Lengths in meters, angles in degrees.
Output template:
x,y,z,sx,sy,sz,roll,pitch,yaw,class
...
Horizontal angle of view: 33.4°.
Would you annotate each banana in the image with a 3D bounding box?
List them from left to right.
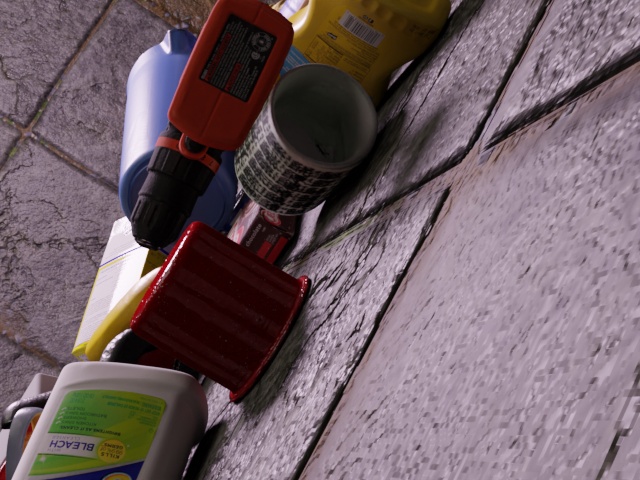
x,y,z,sx,sy,sz,roll,pitch,yaw,class
-0.170,0.074,0.919,0.069,0.037,0.198,-65,12,-25,banana

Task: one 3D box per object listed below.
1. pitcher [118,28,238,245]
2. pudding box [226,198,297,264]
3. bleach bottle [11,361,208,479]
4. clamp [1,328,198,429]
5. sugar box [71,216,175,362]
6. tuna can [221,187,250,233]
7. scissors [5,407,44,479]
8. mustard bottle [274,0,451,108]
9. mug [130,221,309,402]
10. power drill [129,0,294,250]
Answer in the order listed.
x,y,z,sx,sy,sz,roll,pitch,yaw,class
-0.137,-0.091,1.082,0.145,0.149,0.243,-43,25,21,pitcher
-0.056,0.001,0.895,0.090,0.039,0.113,-55,9,20,pudding box
-0.140,0.182,0.605,0.250,0.102,0.068,-78,-9,-48,bleach bottle
-0.159,0.118,0.826,0.039,0.120,0.171,-35,20,54,clamp
-0.201,0.046,1.139,0.094,0.048,0.176,-22,41,38,sugar box
-0.074,-0.040,1.160,0.086,0.033,0.086,-56,9,13,tuna can
-0.179,0.201,0.716,0.096,0.016,0.202,-38,-51,-67,scissors
0.013,-0.141,0.815,0.192,0.096,0.058,-47,14,53,mustard bottle
-0.065,0.037,0.681,0.093,0.081,0.117,-55,9,17,mug
-0.084,-0.086,0.766,0.184,0.057,0.188,-68,11,-11,power drill
